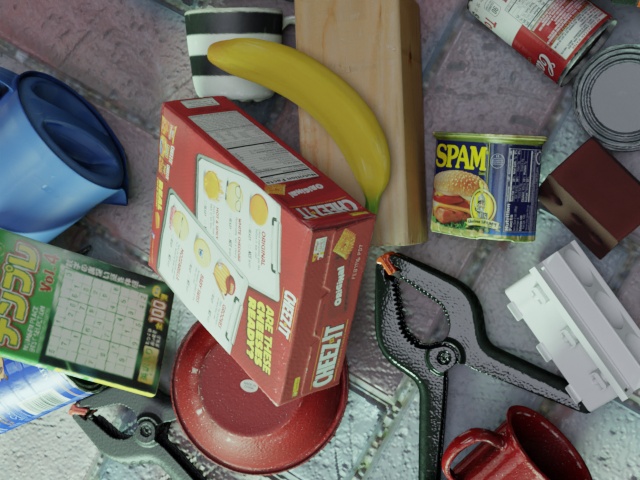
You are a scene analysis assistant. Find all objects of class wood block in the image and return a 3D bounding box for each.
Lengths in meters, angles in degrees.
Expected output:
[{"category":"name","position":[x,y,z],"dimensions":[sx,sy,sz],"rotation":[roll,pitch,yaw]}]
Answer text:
[{"category":"wood block","position":[0.036,-0.098,0.895],"dimensions":[0.090,0.090,0.206],"rotation":[-2,91,17]}]

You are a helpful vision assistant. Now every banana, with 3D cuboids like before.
[{"category":"banana","position":[-0.007,-0.104,0.840],"dimensions":[0.070,0.037,0.198],"rotation":[-45,79,13]}]

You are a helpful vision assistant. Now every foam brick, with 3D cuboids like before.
[{"category":"foam brick","position":[0.221,-0.033,0.854],"dimensions":[0.051,0.053,0.078],"rotation":[-41,79,-14]}]

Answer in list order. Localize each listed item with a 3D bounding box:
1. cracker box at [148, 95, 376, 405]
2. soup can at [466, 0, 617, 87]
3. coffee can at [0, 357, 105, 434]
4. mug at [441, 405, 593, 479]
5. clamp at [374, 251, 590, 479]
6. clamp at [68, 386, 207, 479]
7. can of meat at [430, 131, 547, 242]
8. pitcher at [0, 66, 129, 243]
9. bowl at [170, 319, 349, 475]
[{"category":"cracker box","position":[-0.056,0.001,0.862],"dimensions":[0.214,0.071,0.164],"rotation":[40,132,40]},{"category":"soup can","position":[0.178,-0.182,0.862],"dimensions":[0.102,0.068,0.068],"rotation":[42,102,12]},{"category":"coffee can","position":[-0.281,0.118,0.988],"dimensions":[0.140,0.102,0.103],"rotation":[-24,85,15]},{"category":"mug","position":[0.146,0.186,0.842],"dimensions":[0.117,0.093,0.082],"rotation":[31,115,-26]},{"category":"clamp","position":[0.103,0.107,0.909],"dimensions":[0.165,0.036,0.210],"rotation":[-40,85,13]},{"category":"clamp","position":[-0.146,0.165,0.985],"dimensions":[0.171,0.039,0.120],"rotation":[21,86,12]},{"category":"can of meat","position":[0.133,-0.045,0.866],"dimensions":[0.102,0.057,0.084],"rotation":[14,102,61]},{"category":"pitcher","position":[-0.311,-0.040,0.977],"dimensions":[0.243,0.144,0.149],"rotation":[-37,73,17]},{"category":"bowl","position":[-0.056,0.124,0.927],"dimensions":[0.162,0.055,0.162],"rotation":[-1,82,5]}]
